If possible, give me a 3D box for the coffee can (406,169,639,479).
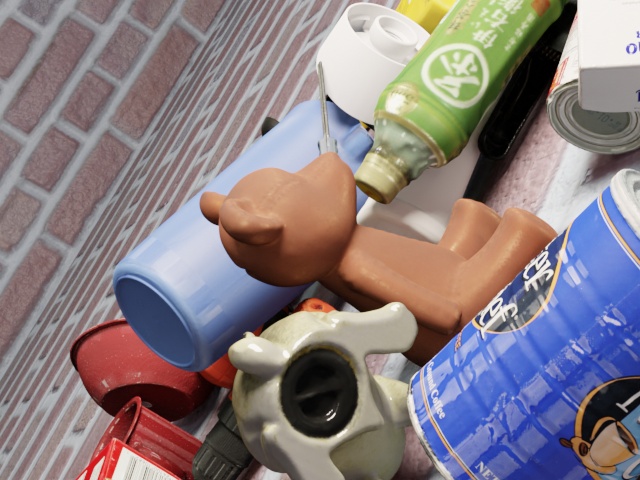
[{"bbox_3d":[0.122,0.053,0.475,0.140,0.102,0.103,-48,18,24],"label":"coffee can"}]

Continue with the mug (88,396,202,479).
[{"bbox_3d":[-0.160,0.208,1.008,0.093,0.081,0.117,-62,17,-19],"label":"mug"}]

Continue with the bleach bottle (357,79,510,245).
[{"bbox_3d":[0.106,-0.093,0.854,0.250,0.068,0.103,-62,2,-24],"label":"bleach bottle"}]

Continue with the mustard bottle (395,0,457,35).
[{"bbox_3d":[0.087,-0.197,1.042,0.192,0.058,0.096,128,160,-52],"label":"mustard bottle"}]

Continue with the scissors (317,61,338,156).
[{"bbox_3d":[0.008,-0.049,0.826,0.201,0.016,0.096,-94,-2,-52],"label":"scissors"}]

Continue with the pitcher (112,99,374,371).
[{"bbox_3d":[-0.056,0.001,0.898,0.145,0.149,0.242,20,48,37],"label":"pitcher"}]

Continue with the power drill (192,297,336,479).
[{"bbox_3d":[-0.062,0.120,0.949,0.184,0.057,0.188,-53,19,-2],"label":"power drill"}]

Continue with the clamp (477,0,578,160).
[{"bbox_3d":[0.178,-0.144,0.802,0.120,0.039,0.171,-29,30,47],"label":"clamp"}]

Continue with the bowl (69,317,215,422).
[{"bbox_3d":[-0.171,0.140,1.068,0.162,0.161,0.055,-41,39,41],"label":"bowl"}]
